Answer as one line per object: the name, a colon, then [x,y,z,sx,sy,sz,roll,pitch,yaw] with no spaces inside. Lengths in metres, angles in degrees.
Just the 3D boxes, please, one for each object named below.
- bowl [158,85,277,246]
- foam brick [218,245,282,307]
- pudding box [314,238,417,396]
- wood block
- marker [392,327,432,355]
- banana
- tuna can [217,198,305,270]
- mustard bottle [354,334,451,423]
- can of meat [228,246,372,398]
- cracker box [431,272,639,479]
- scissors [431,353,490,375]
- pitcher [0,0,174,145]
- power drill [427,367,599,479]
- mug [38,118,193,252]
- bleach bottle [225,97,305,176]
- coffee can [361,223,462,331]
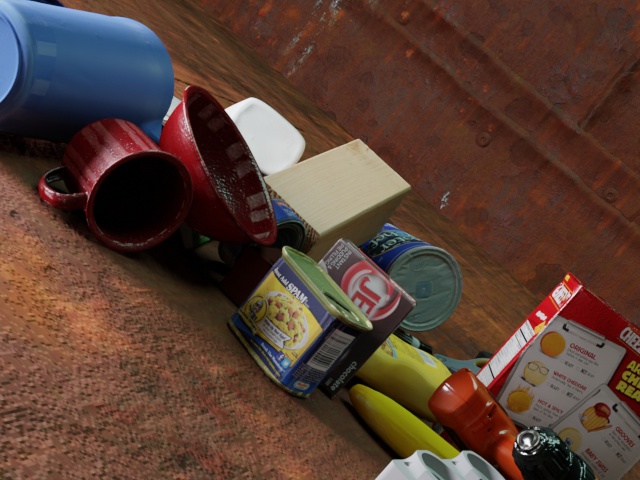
bowl: [-0.101,-0.057,0.968,0.162,0.055,0.162,58,15,-25]
foam brick: [-0.050,0.041,1.008,0.053,0.051,0.078,42,11,15]
pudding box: [0.018,0.068,0.957,0.090,0.113,0.039,41,7,9]
wood block: [0.001,-0.033,1.192,0.091,0.090,0.205,43,34,13]
marker: [0.094,0.115,1.293,0.121,0.020,0.020,33,13,-34]
banana: [0.105,0.198,0.945,0.197,0.037,0.070,41,-12,-6]
tuna can: [-0.057,0.001,1.056,0.034,0.086,0.086,47,13,28]
mustard bottle: [0.046,0.108,1.042,0.191,0.058,0.096,34,11,-31]
can of meat: [-0.019,0.070,0.901,0.057,0.084,0.102,27,17,-52]
cracker box: [0.239,0.164,1.050,0.164,0.214,0.072,39,11,-7]
scissors: [0.142,0.149,1.180,0.201,0.016,0.096,11,29,-13]
pitcher: [-0.245,-0.157,0.952,0.149,0.145,0.242,10,6,16]
power drill: [0.170,0.183,0.907,0.184,0.057,0.188,53,-8,-34]
mug: [-0.175,-0.048,0.882,0.117,0.093,0.082,-13,36,-29]
bleach bottle: [-0.099,-0.127,1.397,0.102,0.068,0.251,42,-9,-12]
coffee can: [0.095,0.042,1.297,0.102,0.103,0.140,35,-1,-25]
